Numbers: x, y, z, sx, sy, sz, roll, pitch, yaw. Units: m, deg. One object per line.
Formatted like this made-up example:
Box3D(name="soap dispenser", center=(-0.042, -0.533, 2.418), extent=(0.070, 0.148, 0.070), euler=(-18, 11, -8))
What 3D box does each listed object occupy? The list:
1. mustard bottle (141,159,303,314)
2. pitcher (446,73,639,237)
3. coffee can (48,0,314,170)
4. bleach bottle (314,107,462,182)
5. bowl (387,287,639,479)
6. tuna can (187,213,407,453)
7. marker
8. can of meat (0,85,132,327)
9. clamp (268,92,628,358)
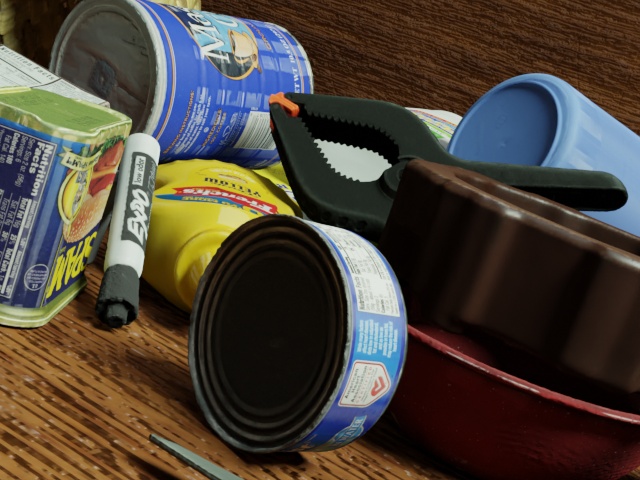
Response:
Box3D(name="mustard bottle", center=(-0.054, 0.000, 0.566), extent=(0.096, 0.058, 0.191), euler=(17, 11, -8))
Box3D(name="pitcher", center=(0.190, -0.010, 0.750), extent=(0.242, 0.149, 0.145), euler=(30, 10, -36))
Box3D(name="coffee can", center=(-0.087, -0.097, 0.684), extent=(0.103, 0.103, 0.140), euler=(27, 18, 35))
Box3D(name="bleach bottle", center=(0.071, -0.073, 0.837), extent=(0.103, 0.068, 0.250), euler=(23, 17, 13))
Box3D(name="bowl", center=(0.082, 0.067, 0.476), extent=(0.162, 0.055, 0.162), euler=(19, 10, -4))
Box3D(name="tuna can", center=(-0.010, 0.035, 0.392), extent=(0.033, 0.086, 0.086), euler=(12, 13, -44))
Box3D(name="marker", center=(-0.090, -0.006, 0.499), extent=(0.020, 0.020, 0.121), euler=(16, 40, -17))
Box3D(name="can of meat", center=(-0.125, -0.019, 0.461), extent=(0.057, 0.084, 0.102), euler=(19, 10, -1))
Box3D(name="clamp", center=(0.048, -0.018, 0.607), extent=(0.210, 0.164, 0.036), euler=(28, -30, 17))
